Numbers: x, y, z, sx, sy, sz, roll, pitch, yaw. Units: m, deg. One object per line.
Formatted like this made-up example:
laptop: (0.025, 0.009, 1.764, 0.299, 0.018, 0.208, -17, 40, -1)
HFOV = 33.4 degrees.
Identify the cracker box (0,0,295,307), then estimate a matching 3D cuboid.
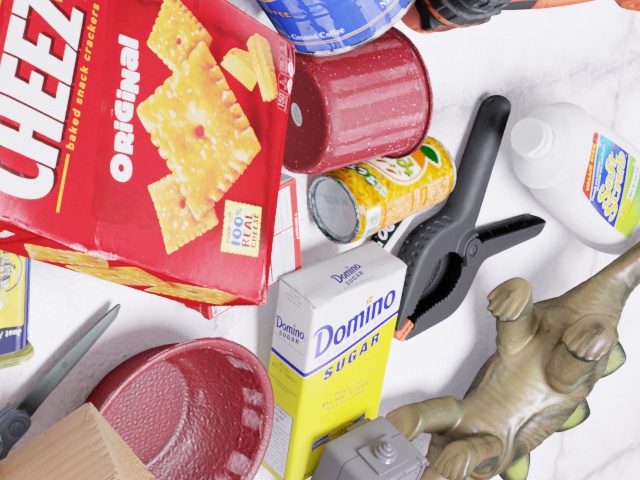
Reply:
cracker box: (-0.107, -0.066, 0.558, 0.213, 0.072, 0.164, 23, 69, -50)

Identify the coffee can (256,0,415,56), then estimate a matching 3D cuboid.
coffee can: (-0.012, -0.190, 0.611, 0.102, 0.103, 0.140, -53, 138, -13)

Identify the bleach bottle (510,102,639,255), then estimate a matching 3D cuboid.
bleach bottle: (0.222, -0.055, 0.925, 0.250, 0.068, 0.102, 15, 95, -57)

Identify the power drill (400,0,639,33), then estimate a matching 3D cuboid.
power drill: (0.152, -0.170, 0.681, 0.187, 0.184, 0.057, -7, 99, -9)

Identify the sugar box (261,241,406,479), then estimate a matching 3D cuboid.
sugar box: (0.007, 0.094, 0.795, 0.093, 0.048, 0.176, -22, 136, -37)

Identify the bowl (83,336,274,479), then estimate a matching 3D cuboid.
bowl: (-0.108, 0.129, 0.705, 0.161, 0.055, 0.162, -22, 124, -38)

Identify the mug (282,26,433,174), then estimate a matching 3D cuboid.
mug: (0.009, -0.084, 0.708, 0.081, 0.093, 0.117, -18, 158, -34)

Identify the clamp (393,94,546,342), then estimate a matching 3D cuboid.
clamp: (0.120, 0.005, 0.896, 0.210, 0.036, 0.164, -55, 138, -16)

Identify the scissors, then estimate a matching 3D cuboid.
scissors: (-0.188, 0.130, 0.653, 0.201, 0.016, 0.096, -38, 134, -28)

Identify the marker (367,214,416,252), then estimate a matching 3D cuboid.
marker: (0.058, -0.012, 0.836, 0.121, 0.020, 0.020, -53, 138, -13)
